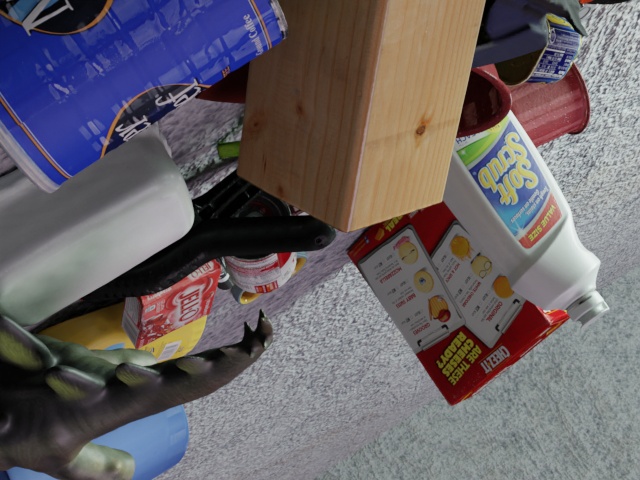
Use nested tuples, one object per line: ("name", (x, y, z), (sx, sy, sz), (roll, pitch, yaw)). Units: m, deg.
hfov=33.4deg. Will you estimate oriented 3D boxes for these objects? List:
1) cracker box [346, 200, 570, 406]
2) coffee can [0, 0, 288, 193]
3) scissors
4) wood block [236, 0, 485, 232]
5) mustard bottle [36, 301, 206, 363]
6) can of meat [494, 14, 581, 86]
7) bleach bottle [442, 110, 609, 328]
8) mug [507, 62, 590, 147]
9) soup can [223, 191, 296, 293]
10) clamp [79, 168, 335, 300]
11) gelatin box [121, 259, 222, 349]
("cracker box", (0.149, 0.045, 1.169), (0.071, 0.214, 0.164), (-13, 153, -49))
("coffee can", (-0.101, -0.103, 0.512), (0.140, 0.103, 0.103), (-34, 163, -3))
("scissors", (-0.029, 0.002, 1.065), (0.096, 0.016, 0.202), (-22, 158, -40))
("wood block", (0.027, -0.121, 0.573), (0.090, 0.090, 0.206), (-18, 127, -44))
("mustard bottle", (-0.195, 0.095, 0.939), (0.191, 0.058, 0.096), (-18, 157, -42))
("can of meat", (0.137, -0.158, 0.802), (0.083, 0.102, 0.057), (-11, 131, -58))
("bleach bottle", (0.166, -0.037, 0.921), (0.102, 0.251, 0.068), (-27, 161, -23))
("mug", (0.192, -0.136, 0.998), (0.081, 0.093, 0.117), (-25, 139, -15))
("soup can", (-0.056, 0.001, 0.927), (0.068, 0.068, 0.102), (-32, 163, -9))
("clamp", (-0.089, -0.003, 0.790), (0.210, 0.165, 0.036), (-26, 119, -3))
("gelatin box", (-0.122, 0.047, 0.872), (0.073, 0.030, 0.089), (-26, 161, -25))
